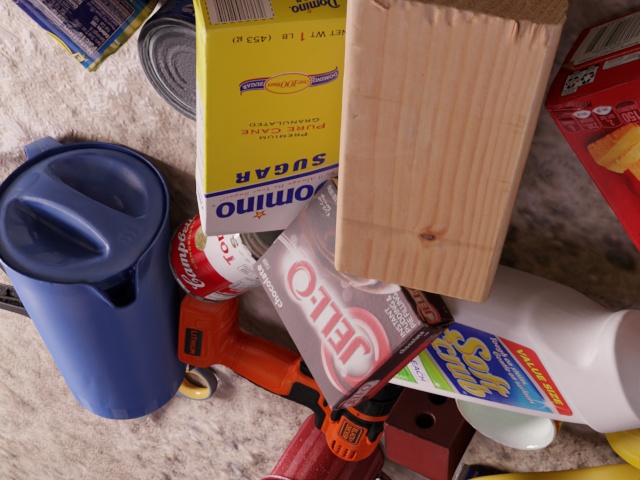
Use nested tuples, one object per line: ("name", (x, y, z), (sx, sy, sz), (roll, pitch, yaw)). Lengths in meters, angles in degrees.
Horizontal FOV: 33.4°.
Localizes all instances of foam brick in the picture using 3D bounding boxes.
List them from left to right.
("foam brick", (0.086, 0.127, 0.780), (0.053, 0.078, 0.051), (20, 144, 21))

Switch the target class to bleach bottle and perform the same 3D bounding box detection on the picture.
("bleach bottle", (0.112, 0.055, 0.637), (0.251, 0.068, 0.102), (7, 128, 49))

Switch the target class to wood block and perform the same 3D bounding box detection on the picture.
("wood block", (0.061, -0.067, 0.533), (0.091, 0.090, 0.206), (12, 145, 7))

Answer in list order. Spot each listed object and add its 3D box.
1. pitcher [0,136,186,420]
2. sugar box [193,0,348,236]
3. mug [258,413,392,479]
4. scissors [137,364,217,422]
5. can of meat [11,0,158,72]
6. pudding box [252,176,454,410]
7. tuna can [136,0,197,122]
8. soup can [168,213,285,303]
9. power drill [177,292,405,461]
("pitcher", (-0.179, 0.038, 0.871), (0.145, 0.149, 0.243), (11, 144, 9))
("sugar box", (-0.026, -0.073, 0.627), (0.093, 0.048, 0.176), (-7, 142, -10))
("mug", (0.015, 0.210, 0.936), (0.117, 0.081, 0.093), (25, 144, 15))
("scissors", (-0.147, 0.155, 1.065), (0.096, 0.016, 0.202), (27, 145, 13))
("can of meat", (-0.144, -0.151, 0.629), (0.057, 0.102, 0.084), (-43, 107, 12))
("pudding box", (0.017, 0.032, 0.650), (0.090, 0.039, 0.113), (-47, 59, 32))
("tuna can", (-0.071, -0.113, 0.666), (0.086, 0.033, 0.086), (23, 144, 18))
("soup can", (-0.055, 0.001, 0.756), (0.068, 0.068, 0.102), (45, 145, -14))
("power drill", (-0.021, 0.092, 0.846), (0.188, 0.057, 0.185), (29, 145, 10))
